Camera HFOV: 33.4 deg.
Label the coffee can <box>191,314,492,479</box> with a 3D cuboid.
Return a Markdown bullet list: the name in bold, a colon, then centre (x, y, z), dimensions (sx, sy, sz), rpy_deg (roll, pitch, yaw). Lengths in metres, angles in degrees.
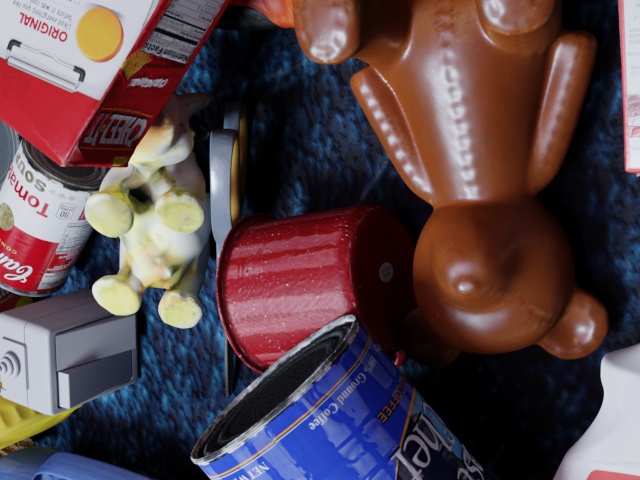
- **coffee can**: centre (0.023, 0.121, 0.507), dimensions (0.140, 0.102, 0.103), rpy_deg (50, 128, -5)

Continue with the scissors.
- **scissors**: centre (-0.054, 0.001, 0.657), dimensions (0.016, 0.096, 0.202), rpy_deg (4, 138, 1)

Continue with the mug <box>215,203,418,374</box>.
- **mug**: centre (0.008, 0.034, 0.589), dimensions (0.082, 0.093, 0.117), rpy_deg (-9, 126, 34)

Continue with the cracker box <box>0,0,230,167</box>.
- **cracker box**: centre (-0.110, -0.166, 0.509), dimensions (0.164, 0.072, 0.214), rpy_deg (37, 103, 15)

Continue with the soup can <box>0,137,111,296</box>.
- **soup can**: centre (-0.188, -0.020, 0.731), dimensions (0.068, 0.068, 0.102), rpy_deg (46, 123, 20)
